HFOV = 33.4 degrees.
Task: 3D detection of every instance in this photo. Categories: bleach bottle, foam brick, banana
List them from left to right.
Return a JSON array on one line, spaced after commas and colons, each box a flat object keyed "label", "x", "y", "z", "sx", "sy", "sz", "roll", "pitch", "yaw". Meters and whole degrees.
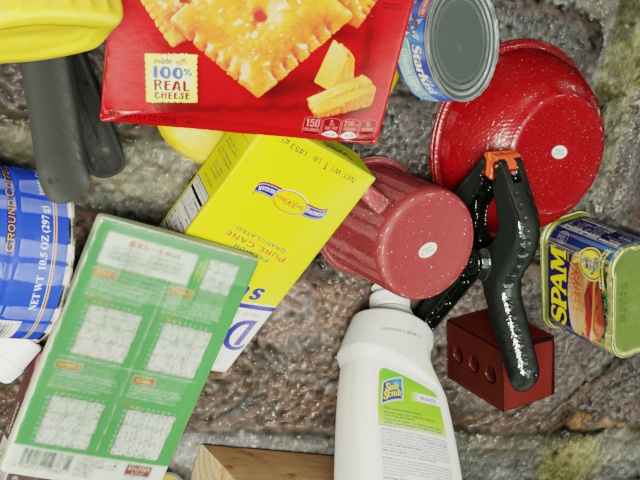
[{"label": "banana", "x": -0.026, "y": -0.085, "z": 0.718, "sx": 0.197, "sy": 0.037, "sz": 0.070, "roll": -11, "pitch": 112, "yaw": -26}, {"label": "bleach bottle", "x": 0.058, "y": 0.149, "z": 0.757, "sx": 0.102, "sy": 0.068, "sz": 0.251, "roll": 18, "pitch": 57, "yaw": -29}, {"label": "foam brick", "x": 0.142, "y": 0.092, "z": 0.849, "sx": 0.051, "sy": 0.078, "sz": 0.053, "roll": -14, "pitch": 110, "yaw": -25}]

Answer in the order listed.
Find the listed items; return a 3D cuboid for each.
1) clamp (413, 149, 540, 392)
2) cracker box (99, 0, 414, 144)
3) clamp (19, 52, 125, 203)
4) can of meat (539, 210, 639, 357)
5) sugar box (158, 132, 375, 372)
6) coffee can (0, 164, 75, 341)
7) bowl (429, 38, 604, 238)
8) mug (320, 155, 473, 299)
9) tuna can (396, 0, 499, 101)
[{"label": "clamp", "x": 0.126, "y": 0.023, "z": 0.775, "sx": 0.039, "sy": 0.120, "sz": 0.171, "roll": -17, "pitch": 127, "yaw": -43}, {"label": "cracker box", "x": -0.028, "y": -0.162, "z": 0.571, "sx": 0.164, "sy": 0.072, "sz": 0.214, "roll": 5, "pitch": 124, "yaw": -12}, {"label": "clamp", "x": -0.153, "y": -0.119, "z": 0.581, "sx": 0.036, "sy": 0.164, "sz": 0.210, "roll": -15, "pitch": 106, "yaw": -2}, {"label": "can of meat", "x": 0.230, "y": 0.036, "z": 0.876, "sx": 0.057, "sy": 0.084, "sz": 0.102, "roll": -16, "pitch": 113, "yaw": -25}, {"label": "sugar box", "x": -0.054, "y": 0.001, "z": 0.698, "sx": 0.093, "sy": 0.048, "sz": 0.176, "roll": 26, "pitch": 107, "yaw": -33}, {"label": "coffee can", "x": -0.221, "y": 0.002, "z": 0.596, "sx": 0.140, "sy": 0.103, "sz": 0.103, "roll": 7, "pitch": 102, "yaw": -31}, {"label": "bowl", "x": 0.165, "y": -0.071, "z": 0.821, "sx": 0.161, "sy": 0.055, "sz": 0.162, "roll": -10, "pitch": 110, "yaw": -28}, {"label": "mug", "x": 0.048, "y": -0.014, "z": 0.757, "sx": 0.093, "sy": 0.082, "sz": 0.117, "roll": -49, "pitch": 123, "yaw": -7}, {"label": "tuna can", "x": 0.088, "y": -0.141, "z": 0.752, "sx": 0.085, "sy": 0.034, "sz": 0.086, "roll": -7, "pitch": 100, "yaw": -47}]
